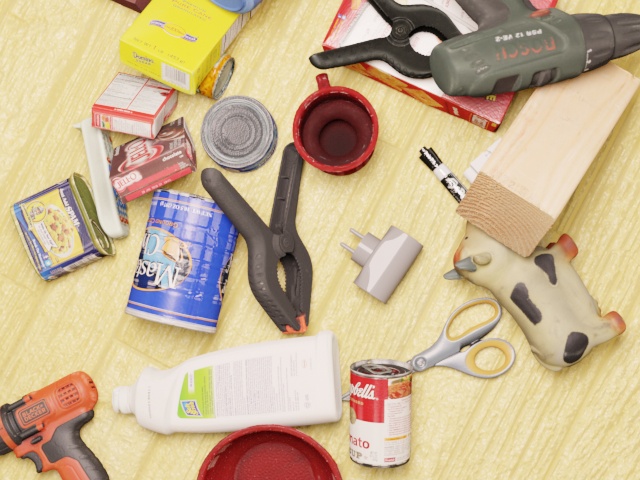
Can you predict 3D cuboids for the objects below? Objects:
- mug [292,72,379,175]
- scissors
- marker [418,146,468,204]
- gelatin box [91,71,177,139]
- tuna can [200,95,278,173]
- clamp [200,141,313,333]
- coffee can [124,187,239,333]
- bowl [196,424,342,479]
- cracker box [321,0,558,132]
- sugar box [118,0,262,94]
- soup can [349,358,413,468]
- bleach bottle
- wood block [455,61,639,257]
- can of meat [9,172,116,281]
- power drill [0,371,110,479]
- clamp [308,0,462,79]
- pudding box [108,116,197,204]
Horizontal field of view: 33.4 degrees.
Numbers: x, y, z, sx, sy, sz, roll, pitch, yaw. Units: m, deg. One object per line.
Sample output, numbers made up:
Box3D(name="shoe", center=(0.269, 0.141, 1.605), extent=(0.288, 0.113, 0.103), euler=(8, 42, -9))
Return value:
Box3D(name="mug", center=(0.016, -0.127, 1.175), extent=(0.093, 0.081, 0.117), euler=(-18, 84, 4))
Box3D(name="scissors", center=(0.128, 0.145, 1.175), extent=(0.202, 0.016, 0.096), euler=(-41, 83, 1))
Box3D(name="marker", center=(0.151, -0.057, 1.187), extent=(0.020, 0.020, 0.121), euler=(-40, 83, 1))
Box3D(name="gelatin box", center=(-0.207, -0.152, 1.199), extent=(0.073, 0.089, 0.030), euler=(12, 126, 6))
Box3D(name="tuna can", center=(-0.092, -0.121, 1.209), extent=(0.086, 0.033, 0.086), euler=(0, 85, 5))
Box3D(name="clamp", center=(-0.058, 0.001, 1.153), extent=(0.036, 0.164, 0.210), euler=(-7, 93, 38))
Box3D(name="coffee can", center=(-0.148, 0.023, 1.168), extent=(0.103, 0.103, 0.140), euler=(13, 86, 6))
Box3D(name="bowl", center=(-0.052, 0.269, 1.154), extent=(0.162, 0.055, 0.162), euler=(0, 97, 3))
Box3D(name="cracker box", center=(0.132, -0.238, 1.178), extent=(0.214, 0.072, 0.164), euler=(25, 89, 6))
Box3D(name="sugar box", center=(-0.137, -0.247, 1.179), extent=(0.093, 0.048, 0.176), euler=(26, 60, 7))
Box3D(name="soup can", center=(0.064, 0.184, 1.142), extent=(0.068, 0.068, 0.102), euler=(1, 99, 5))
Box3D(name="bleach bottle", center=(-0.105, 0.159, 1.174), extent=(0.251, 0.068, 0.102), euler=(-5, 76, 9))
Box3D(name="wood block", center=(0.237, -0.097, 1.106), extent=(0.090, 0.091, 0.205), euler=(34, 63, 8))
Box3D(name="can of meat", center=(-0.292, -0.013, 1.208), extent=(0.084, 0.057, 0.102), euler=(-24, 83, 5))
Box3D(name="power drill", center=(-0.305, 0.262, 1.186), extent=(0.184, 0.057, 0.188), euler=(-28, 83, 3))
Box3D(name="clamp", center=(0.080, -0.228, 1.126), extent=(0.171, 0.039, 0.120), euler=(10, 93, -1))
Box3D(name="pudding box", center=(-0.183, -0.090, 1.176), extent=(0.090, 0.113, 0.039), euler=(-24, 111, 2))
